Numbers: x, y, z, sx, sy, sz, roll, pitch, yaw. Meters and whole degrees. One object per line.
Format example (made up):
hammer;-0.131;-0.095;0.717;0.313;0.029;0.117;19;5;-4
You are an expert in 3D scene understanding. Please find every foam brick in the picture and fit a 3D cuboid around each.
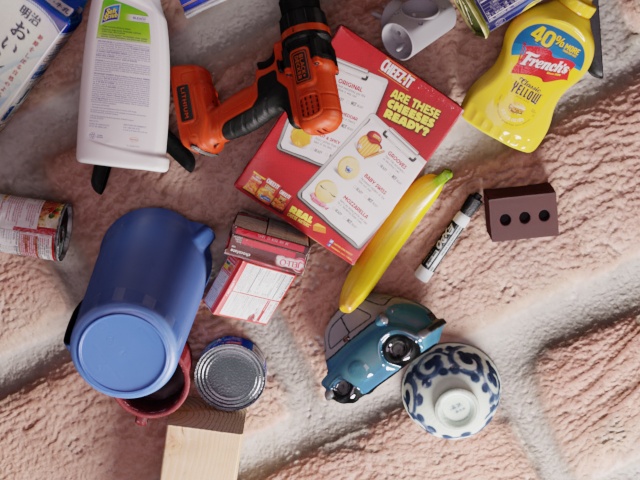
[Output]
foam brick;0.228;-0.032;1.215;0.078;0.051;0.053;-7;105;2

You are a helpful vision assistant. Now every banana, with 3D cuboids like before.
banana;0.079;-0.004;1.210;0.037;0.069;0.198;35;92;4

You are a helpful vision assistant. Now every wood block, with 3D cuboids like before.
wood block;-0.149;0.304;1.290;0.091;0.090;0.206;8;104;-2

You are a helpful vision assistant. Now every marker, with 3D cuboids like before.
marker;0.150;-0.005;1.240;0.020;0.020;0.121;32;103;-8

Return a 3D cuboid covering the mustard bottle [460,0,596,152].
mustard bottle;0.238;-0.195;1.151;0.096;0.058;0.192;27;114;-7

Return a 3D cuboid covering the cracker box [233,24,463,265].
cracker box;0.030;-0.107;1.188;0.164;0.072;0.214;33;102;-8

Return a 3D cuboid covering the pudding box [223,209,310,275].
pudding box;-0.058;0.001;1.196;0.090;0.113;0.039;17;101;-4

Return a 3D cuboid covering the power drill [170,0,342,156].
power drill;-0.071;-0.180;1.137;0.188;0.057;0.184;-18;73;28

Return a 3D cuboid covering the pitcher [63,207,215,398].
pitcher;-0.201;0.072;1.150;0.145;0.243;0.149;13;111;-5

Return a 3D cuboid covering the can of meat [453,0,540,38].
can of meat;0.191;-0.262;1.130;0.084;0.102;0.057;-31;102;6

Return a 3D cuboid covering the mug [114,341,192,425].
mug;-0.197;0.161;1.256;0.093;0.081;0.117;11;105;-2

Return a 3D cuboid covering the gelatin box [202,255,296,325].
gelatin box;-0.081;0.055;1.231;0.089;0.030;0.073;17;109;-45

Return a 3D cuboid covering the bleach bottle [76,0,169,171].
bleach bottle;-0.201;-0.203;1.143;0.102;0.068;0.251;6;92;-7

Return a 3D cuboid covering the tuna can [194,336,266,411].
tuna can;-0.107;0.159;1.279;0.086;0.033;0.086;0;105;1

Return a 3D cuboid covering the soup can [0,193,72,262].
soup can;-0.341;-0.016;1.218;0.102;0.068;0.068;9;105;-1

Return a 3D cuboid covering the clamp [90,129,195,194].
clamp;-0.207;-0.140;1.199;0.120;0.039;0.171;-6;104;-5
